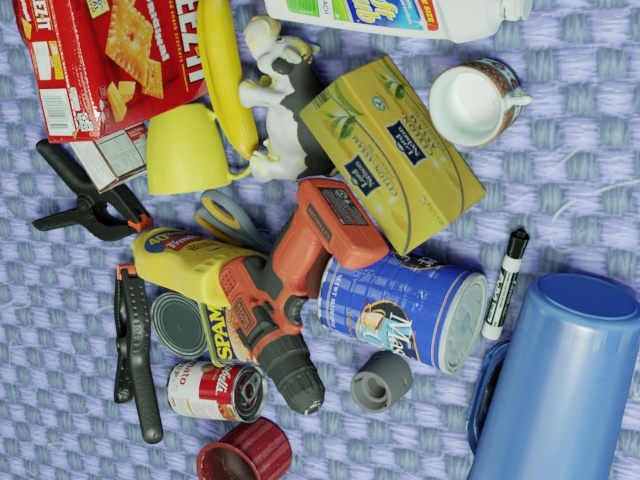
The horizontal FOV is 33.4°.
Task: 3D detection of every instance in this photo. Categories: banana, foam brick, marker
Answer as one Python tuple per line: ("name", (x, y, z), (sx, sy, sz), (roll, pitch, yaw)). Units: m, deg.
("banana", (-0.093, -0.175, 1.085), (0.037, 0.069, 0.198), (-4, 101, 24))
("foam brick", (-0.003, 0.017, 1.113), (0.051, 0.053, 0.078), (7, 107, 3))
("marker", (0.181, 0.042, 1.044), (0.020, 0.020, 0.121), (23, 121, 22))

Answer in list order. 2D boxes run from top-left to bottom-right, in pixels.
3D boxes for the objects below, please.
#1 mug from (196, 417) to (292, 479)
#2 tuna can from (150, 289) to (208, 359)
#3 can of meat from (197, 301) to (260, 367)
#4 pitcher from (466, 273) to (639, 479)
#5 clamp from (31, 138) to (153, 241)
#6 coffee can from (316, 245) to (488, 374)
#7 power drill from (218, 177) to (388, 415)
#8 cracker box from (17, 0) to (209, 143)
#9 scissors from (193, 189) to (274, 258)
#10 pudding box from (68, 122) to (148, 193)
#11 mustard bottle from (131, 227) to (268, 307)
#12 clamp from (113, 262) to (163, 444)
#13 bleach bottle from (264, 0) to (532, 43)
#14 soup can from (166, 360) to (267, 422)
("mug", (-0.092, 0.270, 1.272), (0.093, 0.081, 0.117), (43, 126, 10))
("tuna can", (-0.158, 0.096, 1.270), (0.086, 0.033, 0.086), (13, 116, 27))
("can of meat", (-0.082, 0.093, 1.208), (0.084, 0.057, 0.102), (-2, 108, 30))
("pitcher", (0.217, 0.154, 1.011), (0.149, 0.144, 0.243), (14, 114, 13))
("clamp", (-0.280, -0.055, 1.281), (0.172, 0.039, 0.120), (11, 119, 22))
("coffee can", (0.082, 0.062, 1.062), (0.140, 0.102, 0.103), (18, 118, 25))
("power drill", (-0.015, 0.048, 1.018), (0.188, 0.057, 0.184), (-53, 56, 32))
("cracker box", (-0.192, -0.203, 1.054), (0.072, 0.213, 0.164), (2, 111, 29))
("scissors", (-0.058, 0.001, 1.157), (0.202, 0.016, 0.096), (25, 153, 22))
("pudding box", (-0.239, -0.119, 1.196), (0.039, 0.089, 0.113), (-32, 91, 36))
("mustard bottle", (-0.150, 0.023, 1.191), (0.192, 0.096, 0.058), (15, 115, 45))
("clamp", (-0.232, 0.131, 1.309), (0.165, 0.036, 0.210), (-173, 78, -65))
("bleach bottle", (0.068, -0.237, 0.969), (0.251, 0.068, 0.102), (13, 128, 25))
("soup can", (-0.123, 0.177, 1.261), (0.102, 0.068, 0.068), (-1, 109, 33))
